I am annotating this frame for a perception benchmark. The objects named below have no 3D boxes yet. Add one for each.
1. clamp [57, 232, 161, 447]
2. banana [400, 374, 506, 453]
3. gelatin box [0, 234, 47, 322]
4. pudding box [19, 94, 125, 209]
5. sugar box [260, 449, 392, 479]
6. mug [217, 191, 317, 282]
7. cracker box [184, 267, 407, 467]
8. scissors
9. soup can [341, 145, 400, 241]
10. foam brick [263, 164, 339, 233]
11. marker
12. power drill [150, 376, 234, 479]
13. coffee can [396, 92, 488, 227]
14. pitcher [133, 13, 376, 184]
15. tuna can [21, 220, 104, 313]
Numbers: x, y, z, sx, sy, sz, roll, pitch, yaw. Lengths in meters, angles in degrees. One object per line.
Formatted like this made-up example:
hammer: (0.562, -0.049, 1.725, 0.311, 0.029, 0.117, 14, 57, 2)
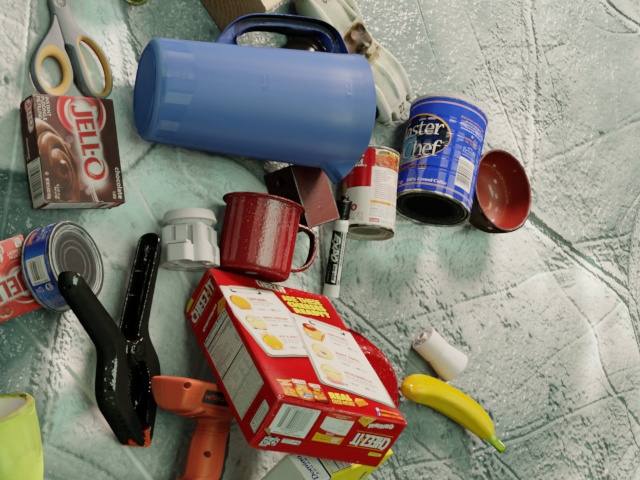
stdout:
clamp: (-0.197, 0.105, 1.039, 0.164, 0.036, 0.210, -17, 106, -67)
banana: (0.158, 0.201, 1.316, 0.197, 0.070, 0.037, 32, 94, -33)
gelatin box: (-0.310, 0.042, 1.001, 0.089, 0.030, 0.073, -21, 94, -39)
pudding box: (-0.249, -0.088, 1.071, 0.089, 0.039, 0.113, -2, 82, -39)
sugar box: (-0.004, 0.251, 1.123, 0.048, 0.093, 0.175, 51, 26, 18)
mug: (-0.058, 0.001, 1.170, 0.117, 0.093, 0.081, 15, 76, -25)
cracker box: (-0.031, 0.130, 1.101, 0.163, 0.214, 0.072, 17, 115, -35)
scissors: (-0.280, -0.230, 1.091, 0.096, 0.016, 0.202, -34, 102, -38)
soup can: (0.060, -0.056, 1.290, 0.068, 0.069, 0.102, 15, 72, -35)
foam brick: (-0.021, -0.051, 1.235, 0.051, 0.053, 0.078, -18, 92, -39)
marker: (0.020, 0.007, 1.252, 0.020, 0.020, 0.121, 3, 99, -38)
power drill: (-0.140, 0.231, 1.052, 0.184, 0.057, 0.187, 20, 74, -54)
coffee can: (0.151, -0.101, 1.349, 0.102, 0.103, 0.140, 27, 65, -31)
pitcher: (-0.072, -0.159, 1.148, 0.242, 0.149, 0.145, 4, 121, -23)
tuna can: (-0.247, 0.025, 1.030, 0.086, 0.034, 0.086, 46, 35, -47)
